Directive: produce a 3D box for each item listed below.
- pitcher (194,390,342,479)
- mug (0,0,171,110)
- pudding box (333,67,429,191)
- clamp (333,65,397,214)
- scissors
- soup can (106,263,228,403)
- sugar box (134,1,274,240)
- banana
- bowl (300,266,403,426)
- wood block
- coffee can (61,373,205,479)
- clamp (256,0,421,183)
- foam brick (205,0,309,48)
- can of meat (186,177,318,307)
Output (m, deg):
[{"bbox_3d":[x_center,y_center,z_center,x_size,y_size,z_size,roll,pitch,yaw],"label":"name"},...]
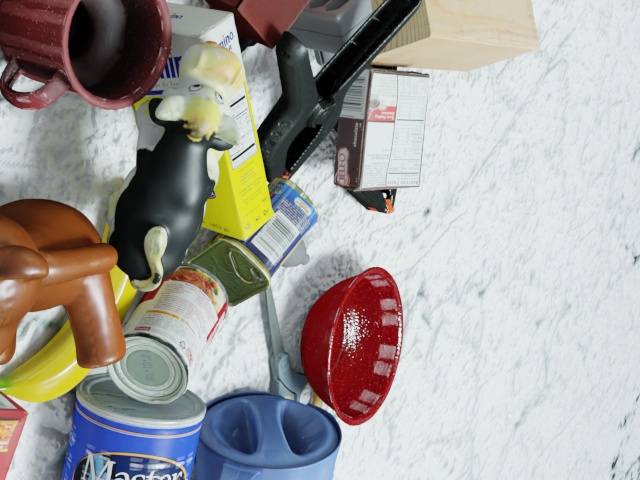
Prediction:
[{"bbox_3d":[-0.063,0.277,0.995,0.149,0.145,0.243,-5,114,-28],"label":"pitcher"},{"bbox_3d":[-0.167,-0.131,0.710,0.117,0.082,0.093,-55,142,-21],"label":"mug"},{"bbox_3d":[0.058,-0.104,1.002,0.089,0.039,0.113,-5,105,-47],"label":"pudding box"},{"bbox_3d":[0.040,-0.099,1.040,0.120,0.039,0.171,-25,118,-38],"label":"clamp"},{"bbox_3d":[-0.028,0.121,1.068,0.096,0.016,0.202,-22,122,-49],"label":"scissors"},{"bbox_3d":[-0.120,0.073,0.845,0.102,0.068,0.068,-66,155,-56],"label":"soup can"},{"bbox_3d":[-0.096,-0.091,0.814,0.048,0.093,0.176,-44,136,-36],"label":"sugar box"},{"bbox_3d":[-0.178,0.050,0.817,0.197,0.037,0.069,-58,145,-17],"label":"banana"},{"bbox_3d":[0.026,0.103,1.082,0.161,0.055,0.162,-19,112,-58],"label":"bowl"},{"bbox_3d":[0.117,-0.219,1.022,0.205,0.091,0.090,-8,87,-51],"label":"wood block"},{"bbox_3d":[-0.155,0.190,0.854,0.102,0.103,0.140,0,105,-53],"label":"coffee can"},{"bbox_3d":[-0.012,-0.115,0.874,0.164,0.036,0.210,-27,159,-48],"label":"clamp"},{"bbox_3d":[-0.042,-0.191,0.786,0.078,0.051,0.053,-54,141,-7],"label":"foam brick"},{"bbox_3d":[-0.056,0.001,0.906,0.057,0.102,0.083,45,59,-9],"label":"can of meat"}]
